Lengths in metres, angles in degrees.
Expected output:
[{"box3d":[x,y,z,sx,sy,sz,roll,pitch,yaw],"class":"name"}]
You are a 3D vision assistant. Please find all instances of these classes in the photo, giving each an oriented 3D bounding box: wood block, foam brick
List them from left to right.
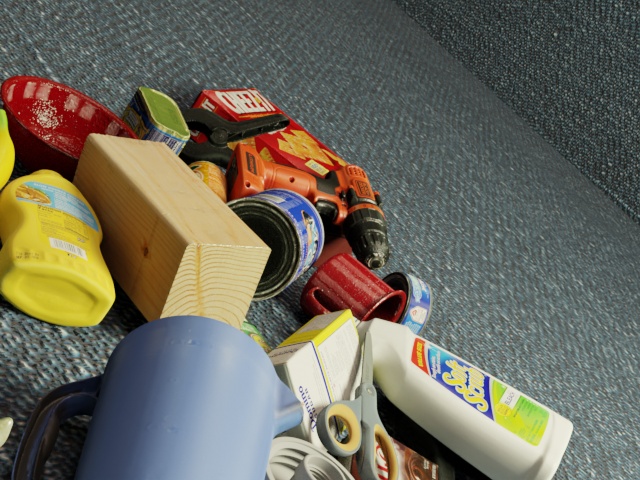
[{"box3d":[-0.146,-0.009,0.976,0.090,0.091,0.206,4,28,-40],"class":"wood block"},{"box3d":[-0.001,-0.002,1.311,0.078,0.051,0.053,11,31,-50],"class":"foam brick"}]

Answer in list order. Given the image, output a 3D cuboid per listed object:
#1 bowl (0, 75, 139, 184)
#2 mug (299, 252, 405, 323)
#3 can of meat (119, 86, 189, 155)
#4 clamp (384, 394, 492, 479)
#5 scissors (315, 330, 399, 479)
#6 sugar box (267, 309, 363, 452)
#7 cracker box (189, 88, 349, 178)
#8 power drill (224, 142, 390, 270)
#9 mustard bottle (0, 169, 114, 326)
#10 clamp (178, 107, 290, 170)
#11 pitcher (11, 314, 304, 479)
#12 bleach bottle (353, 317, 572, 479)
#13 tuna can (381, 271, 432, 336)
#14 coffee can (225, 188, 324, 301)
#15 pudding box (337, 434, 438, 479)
[{"box3d":[-0.262,-0.100,1.093,0.162,0.055,0.162,30,21,-13],"class":"bowl"},{"box3d":[0.025,0.069,1.147,0.082,0.093,0.117,40,25,23],"class":"mug"},{"box3d":[-0.195,-0.113,1.191,0.057,0.084,0.102,22,25,-35],"class":"can of meat"},{"box3d":[0.120,0.208,1.063,0.164,0.036,0.210,6,36,-49],"class":"clamp"},{"box3d":[0.027,0.135,0.946,0.096,0.016,0.202,32,29,-31],"class":"scissors"},{"box3d":[-0.005,0.130,0.963,0.176,0.048,0.093,-27,103,-66],"class":"sugar box"},{"box3d":[-0.061,-0.120,1.442,0.214,0.072,0.164,40,20,12],"class":"cracker box"},{"box3d":[-0.014,-0.041,1.239,0.187,0.057,0.184,14,30,-20],"class":"power drill"},{"box3d":[-0.236,-0.007,0.929,0.096,0.058,0.192,23,24,-30],"class":"mustard bottle"},{"box3d":[-0.122,-0.112,1.322,0.171,0.039,0.120,4,58,-9],"class":"clamp"},{"box3d":[-0.110,0.163,0.684,0.145,0.149,0.242,46,20,-18],"class":"pitcher"},{"box3d":[0.118,0.152,1.049,0.251,0.068,0.102,31,32,11],"class":"bleach bottle"},{"box3d":[0.089,0.079,1.226,0.033,0.086,0.086,24,23,-27],"class":"tuna can"},{"box3d":[-0.057,0.001,1.104,0.103,0.103,0.140,38,11,3],"class":"coffee can"},{"box3d":[0.057,0.218,0.935,0.090,0.039,0.113,33,21,-8],"class":"pudding box"}]
